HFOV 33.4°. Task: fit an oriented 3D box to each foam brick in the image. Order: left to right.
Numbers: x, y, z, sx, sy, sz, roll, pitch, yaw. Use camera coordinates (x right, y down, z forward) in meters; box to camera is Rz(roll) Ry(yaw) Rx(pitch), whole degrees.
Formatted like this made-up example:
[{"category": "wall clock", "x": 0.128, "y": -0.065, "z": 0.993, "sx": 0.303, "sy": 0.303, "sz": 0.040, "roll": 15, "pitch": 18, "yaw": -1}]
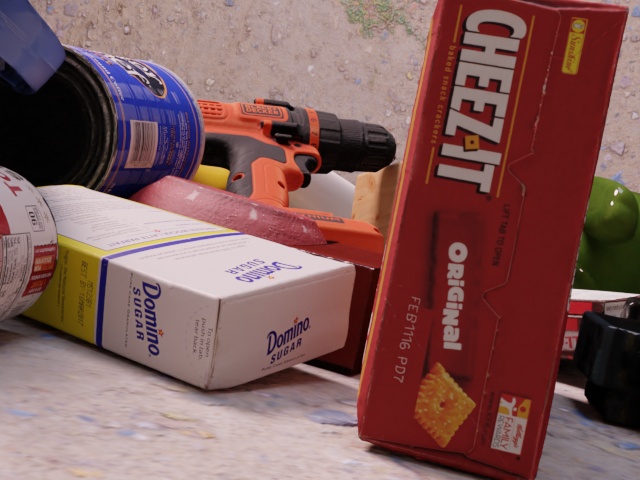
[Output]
[{"category": "foam brick", "x": 0.011, "y": 0.032, "z": 0.530, "sx": 0.051, "sy": 0.053, "sz": 0.078, "roll": 13, "pitch": 6, "yaw": 21}]

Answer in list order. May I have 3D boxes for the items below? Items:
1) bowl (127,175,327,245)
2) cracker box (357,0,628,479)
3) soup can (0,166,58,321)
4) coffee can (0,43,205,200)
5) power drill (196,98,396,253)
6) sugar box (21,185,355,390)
[{"category": "bowl", "x": -0.054, "y": 0.001, "z": 0.627, "sx": 0.162, "sy": 0.055, "sz": 0.162, "roll": 17, "pitch": 2, "yaw": -1}, {"category": "cracker box", "x": 0.076, "y": -0.007, "z": 0.459, "sx": 0.072, "sy": 0.164, "sz": 0.213, "roll": 11, "pitch": 4, "yaw": 12}, {"category": "soup can", "x": -0.145, "y": 0.003, "z": 0.393, "sx": 0.068, "sy": 0.068, "sz": 0.102, "roll": 12, "pitch": 4, "yaw": 6}, {"category": "coffee can", "x": -0.142, "y": -0.065, "z": 0.655, "sx": 0.103, "sy": 0.103, "sz": 0.140, "roll": 12, "pitch": 7, "yaw": 13}, {"category": "power drill", "x": -0.012, "y": -0.039, "z": 0.791, "sx": 0.184, "sy": 0.057, "sz": 0.188, "roll": 3, "pitch": 34, "yaw": -17}, {"category": "sugar box", "x": -0.082, "y": 0.015, "z": 0.481, "sx": 0.176, "sy": 0.048, "sz": 0.093, "roll": 19, "pitch": 18, "yaw": 34}]
